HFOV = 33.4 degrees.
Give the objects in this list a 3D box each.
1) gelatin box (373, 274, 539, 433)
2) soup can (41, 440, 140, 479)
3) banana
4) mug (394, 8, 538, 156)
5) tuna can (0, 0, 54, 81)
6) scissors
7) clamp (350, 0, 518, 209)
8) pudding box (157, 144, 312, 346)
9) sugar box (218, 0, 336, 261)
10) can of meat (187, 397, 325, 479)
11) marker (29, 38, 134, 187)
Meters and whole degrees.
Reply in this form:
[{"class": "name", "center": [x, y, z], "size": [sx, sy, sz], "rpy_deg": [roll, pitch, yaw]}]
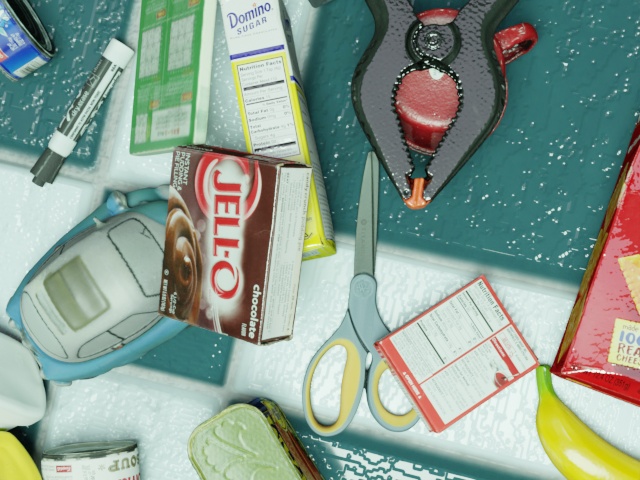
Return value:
[{"class": "gelatin box", "center": [0.093, 0.077, 0.727], "size": [0.089, 0.030, 0.073], "rpy_deg": [-32, 86, -9]}, {"class": "soup can", "center": [-0.157, 0.194, 0.741], "size": [0.068, 0.068, 0.102], "rpy_deg": [-5, 86, 6]}, {"class": "banana", "center": [0.223, 0.155, 0.712], "size": [0.198, 0.037, 0.069], "rpy_deg": [26, 91, 7]}, {"class": "mug", "center": [0.093, -0.113, 0.718], "size": [0.117, 0.081, 0.093], "rpy_deg": [-25, 85, 5]}, {"class": "tuna can", "center": [-0.226, -0.158, 0.757], "size": [0.034, 0.086, 0.086], "rpy_deg": [-31, 84, 3]}, {"class": "scissors", "center": [0.046, 0.047, 0.750], "size": [0.096, 0.016, 0.202], "rpy_deg": [19, 90, 6]}, {"class": "clamp", "center": [0.060, -0.127, 0.661], "size": [0.164, 0.036, 0.210], "rpy_deg": [13, 89, 7]}, {"class": "pudding box", "center": [-0.054, 0.001, 0.666], "size": [0.090, 0.039, 0.113], "rpy_deg": [12, 102, 39]}, {"class": "sugar box", "center": [-0.028, -0.074, 0.725], "size": [0.048, 0.093, 0.176], "rpy_deg": [-14, 85, 4]}, {"class": "can of meat", "center": [-0.038, 0.158, 0.720], "size": [0.057, 0.084, 0.102], "rpy_deg": [-32, 84, 4]}, {"class": "marker", "center": [-0.176, -0.092, 0.781], "size": [0.020, 0.020, 0.121], "rpy_deg": [32, 92, 7]}]
